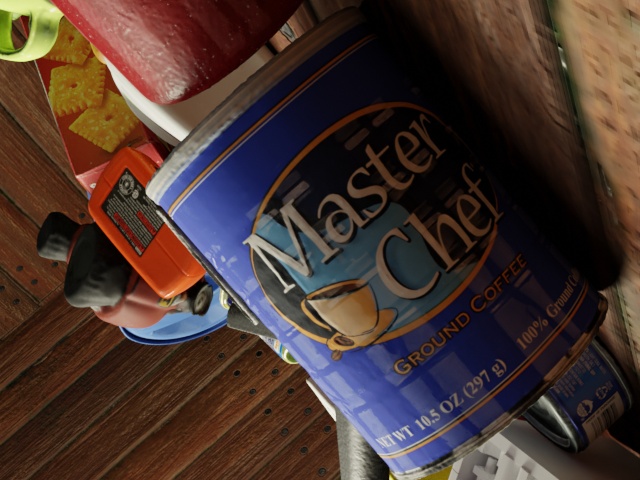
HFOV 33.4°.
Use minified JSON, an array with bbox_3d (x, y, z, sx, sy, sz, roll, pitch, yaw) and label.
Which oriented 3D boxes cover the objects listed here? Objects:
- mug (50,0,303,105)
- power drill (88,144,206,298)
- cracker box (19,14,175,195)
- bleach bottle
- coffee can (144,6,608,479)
[{"bbox_3d":[-0.054,-0.108,0.378,0.081,0.093,0.117,47,-155,-26],"label":"mug"},{"bbox_3d":[-0.055,0.001,0.742,0.185,0.057,0.187,45,-160,26],"label":"power drill"},{"bbox_3d":[-0.175,-0.111,0.904,0.164,0.072,0.214,65,-179,-62],"label":"cracker box"},{"bbox_3d":[-0.091,-0.098,0.661,0.102,0.068,0.251,44,174,-16],"label":"bleach bottle"},{"bbox_3d":[0.020,0.001,0.393,0.140,0.102,0.103,49,173,-2],"label":"coffee can"}]
